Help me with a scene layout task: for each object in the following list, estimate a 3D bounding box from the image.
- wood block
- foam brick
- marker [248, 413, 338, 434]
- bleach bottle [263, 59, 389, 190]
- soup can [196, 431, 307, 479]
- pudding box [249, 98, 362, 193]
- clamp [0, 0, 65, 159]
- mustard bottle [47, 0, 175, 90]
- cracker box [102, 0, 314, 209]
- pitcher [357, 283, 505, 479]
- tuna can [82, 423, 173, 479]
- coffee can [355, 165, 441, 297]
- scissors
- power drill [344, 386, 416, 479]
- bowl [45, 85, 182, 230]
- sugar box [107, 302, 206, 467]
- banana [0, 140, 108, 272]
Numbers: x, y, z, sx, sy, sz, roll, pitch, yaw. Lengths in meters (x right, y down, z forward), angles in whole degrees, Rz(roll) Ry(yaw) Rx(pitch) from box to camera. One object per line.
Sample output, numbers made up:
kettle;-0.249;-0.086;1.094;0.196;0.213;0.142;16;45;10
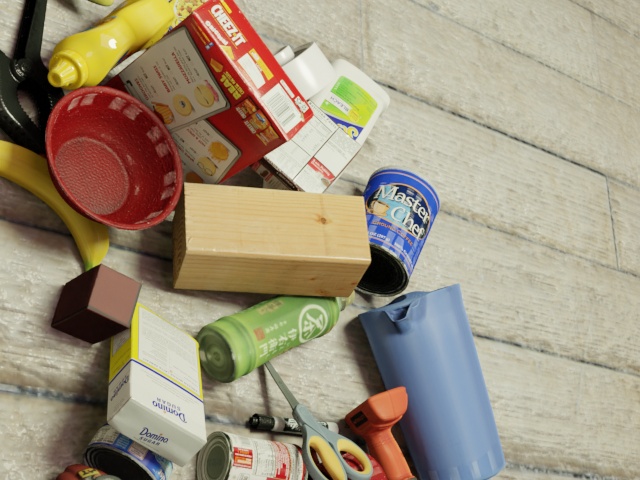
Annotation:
wood block;-0.058;0.001;1.198;0.205;0.090;0.091;4;59;-16
foam brick;-0.228;0.066;1.088;0.053;0.078;0.051;30;55;-31
marker;-0.031;0.215;1.235;0.120;0.020;0.020;14;64;-36
bleach bottle;-0.001;-0.110;1.337;0.102;0.068;0.250;37;55;-17
soup can;-0.074;0.246;1.152;0.102;0.069;0.068;18;61;-34
pudding box;-0.017;-0.100;1.263;0.090;0.039;0.113;41;55;-2
clamp;-0.331;-0.180;1.126;0.164;0.036;0.210;-11;81;-52
mustard bottle;-0.237;-0.209;1.156;0.058;0.096;0.191;58;32;-16
cracker box;-0.132;-0.148;1.166;0.164;0.214;0.072;53;46;-11
pitcher;0.147;0.181;1.339;0.149;0.145;0.243;-15;86;-30
tuna can;-0.189;0.218;1.052;0.086;0.086;0.033;46;48;-17
coffee can;0.087;-0.013;1.373;0.102;0.103;0.140;42;50;-19
scissors;-0.003;0.203;1.200;0.096;0.016;0.202;16;32;-33
power drill;0.098;0.268;1.226;0.057;0.185;0.188;-13;74;-23
bowl;-0.225;-0.077;1.115;0.161;0.055;0.162;21;56;-35
sugar box;-0.165;0.141;1.073;0.093;0.048;0.176;36;19;-23
banana;-0.284;-0.045;1.114;0.197;0.037;0.069;49;46;-14
